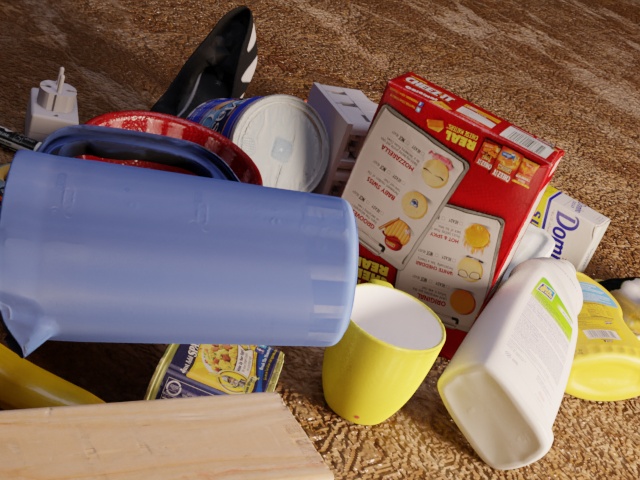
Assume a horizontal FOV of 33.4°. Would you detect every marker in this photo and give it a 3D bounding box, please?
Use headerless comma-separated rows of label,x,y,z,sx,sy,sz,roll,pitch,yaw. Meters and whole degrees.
marker,-0.321,-0.105,1.052,0.121,0.020,0.020,22,27,3

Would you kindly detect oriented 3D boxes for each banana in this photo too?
banana,-0.230,0.081,0.755,0.198,0.037,0.069,34,32,24

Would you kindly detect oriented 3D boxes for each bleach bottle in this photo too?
bleach bottle,0.186,0.088,0.939,0.102,0.068,0.250,55,36,-6

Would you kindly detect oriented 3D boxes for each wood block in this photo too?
wood block,-0.109,0.157,0.641,0.205,0.091,0.090,1,31,-33

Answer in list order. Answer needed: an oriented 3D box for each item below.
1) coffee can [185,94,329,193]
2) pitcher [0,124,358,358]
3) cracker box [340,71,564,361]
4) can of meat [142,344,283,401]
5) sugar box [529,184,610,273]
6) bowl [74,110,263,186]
coffee can,-0.068,-0.090,1.048,0.102,0.103,0.140,5,3,-28
pitcher,-0.101,0.004,0.756,0.242,0.149,0.145,5,10,-8
cracker box,0.103,-0.022,0.979,0.164,0.214,0.072,29,27,15
can of meat,-0.078,0.106,0.793,0.084,0.057,0.102,22,27,-1
sugar box,0.224,-0.024,1.198,0.176,0.093,0.048,33,30,23
bowl,-0.132,-0.045,0.898,0.162,0.055,0.162,16,32,-10
